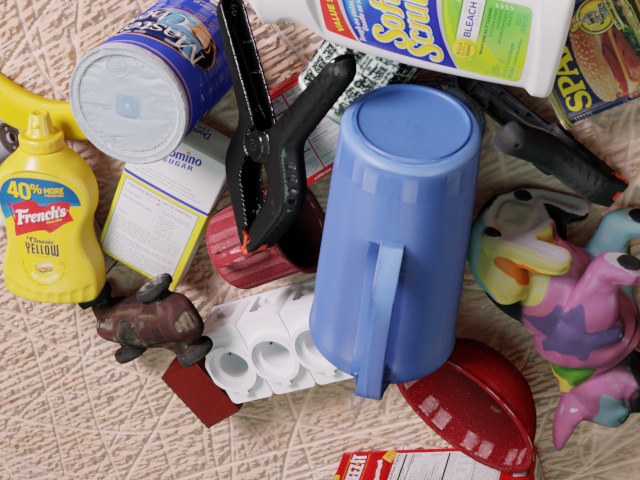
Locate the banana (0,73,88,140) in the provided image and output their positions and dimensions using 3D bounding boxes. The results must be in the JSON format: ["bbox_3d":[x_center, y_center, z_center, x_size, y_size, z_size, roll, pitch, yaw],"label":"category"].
[{"bbox_3d":[-0.244,-0.128,1.013,0.198,0.037,0.070,13,123,12],"label":"banana"}]

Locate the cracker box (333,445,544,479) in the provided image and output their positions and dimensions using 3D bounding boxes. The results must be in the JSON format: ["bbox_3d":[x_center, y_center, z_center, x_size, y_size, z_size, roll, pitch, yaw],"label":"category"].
[{"bbox_3d":[0.134,0.302,1.116,0.214,0.072,0.164,-7,116,23],"label":"cracker box"}]

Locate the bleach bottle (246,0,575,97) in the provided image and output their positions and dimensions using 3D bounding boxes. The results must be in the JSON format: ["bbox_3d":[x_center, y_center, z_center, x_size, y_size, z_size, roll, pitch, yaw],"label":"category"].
[{"bbox_3d":[0.049,-0.170,0.768,0.251,0.068,0.103,8,138,4],"label":"bleach bottle"}]

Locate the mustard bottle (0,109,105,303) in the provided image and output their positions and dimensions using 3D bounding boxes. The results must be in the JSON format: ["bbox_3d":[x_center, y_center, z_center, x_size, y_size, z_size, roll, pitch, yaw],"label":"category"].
[{"bbox_3d":[-0.259,-0.033,1.017,0.096,0.058,0.192,6,119,7],"label":"mustard bottle"}]

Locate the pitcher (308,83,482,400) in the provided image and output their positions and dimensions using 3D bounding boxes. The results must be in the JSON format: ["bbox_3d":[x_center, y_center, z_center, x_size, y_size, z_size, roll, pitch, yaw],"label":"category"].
[{"bbox_3d":[0.061,0.004,0.871,0.149,0.144,0.243,49,150,35],"label":"pitcher"}]

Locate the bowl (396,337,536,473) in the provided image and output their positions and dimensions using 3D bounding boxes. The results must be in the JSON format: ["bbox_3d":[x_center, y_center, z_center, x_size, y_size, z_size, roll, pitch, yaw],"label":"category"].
[{"bbox_3d":[0.146,0.143,1.004,0.162,0.055,0.162,35,154,19],"label":"bowl"}]

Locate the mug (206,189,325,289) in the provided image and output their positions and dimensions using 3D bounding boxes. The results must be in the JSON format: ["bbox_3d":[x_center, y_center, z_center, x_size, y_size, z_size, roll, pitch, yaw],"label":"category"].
[{"bbox_3d":[-0.056,0.001,0.980,0.082,0.117,0.093,-20,98,33],"label":"mug"}]

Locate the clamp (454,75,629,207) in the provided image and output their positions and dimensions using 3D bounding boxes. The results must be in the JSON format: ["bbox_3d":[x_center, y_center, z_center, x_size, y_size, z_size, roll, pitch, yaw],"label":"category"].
[{"bbox_3d":[0.183,-0.071,0.849,0.171,0.120,0.039,30,119,-17],"label":"clamp"}]

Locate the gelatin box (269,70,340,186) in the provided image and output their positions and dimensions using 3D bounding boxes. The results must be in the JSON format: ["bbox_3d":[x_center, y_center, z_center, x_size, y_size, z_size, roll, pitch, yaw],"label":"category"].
[{"bbox_3d":[-0.018,-0.096,0.940,0.073,0.030,0.089,-31,108,-1],"label":"gelatin box"}]

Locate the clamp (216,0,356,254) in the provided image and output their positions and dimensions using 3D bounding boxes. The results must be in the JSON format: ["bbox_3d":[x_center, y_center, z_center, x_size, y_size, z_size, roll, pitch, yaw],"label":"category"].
[{"bbox_3d":[-0.046,-0.089,0.872,0.165,0.036,0.210,44,133,37],"label":"clamp"}]

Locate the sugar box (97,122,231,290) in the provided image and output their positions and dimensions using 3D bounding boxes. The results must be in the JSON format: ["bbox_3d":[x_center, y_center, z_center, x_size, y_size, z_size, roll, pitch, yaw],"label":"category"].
[{"bbox_3d":[-0.146,-0.040,1.018,0.093,0.048,0.176,29,129,-1],"label":"sugar box"}]

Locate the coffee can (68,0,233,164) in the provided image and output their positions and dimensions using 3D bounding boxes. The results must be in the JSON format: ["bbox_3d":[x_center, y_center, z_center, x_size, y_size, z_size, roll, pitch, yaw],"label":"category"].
[{"bbox_3d":[-0.134,-0.140,0.905,0.103,0.140,0.103,9,122,14],"label":"coffee can"}]

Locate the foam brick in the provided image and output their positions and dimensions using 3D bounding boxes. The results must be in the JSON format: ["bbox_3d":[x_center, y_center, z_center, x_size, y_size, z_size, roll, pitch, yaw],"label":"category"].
[{"bbox_3d":[-0.118,0.147,1.123,0.051,0.053,0.078,-32,105,31],"label":"foam brick"}]
